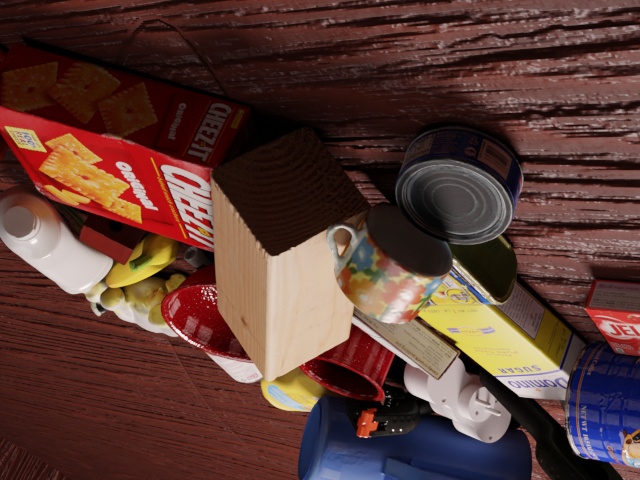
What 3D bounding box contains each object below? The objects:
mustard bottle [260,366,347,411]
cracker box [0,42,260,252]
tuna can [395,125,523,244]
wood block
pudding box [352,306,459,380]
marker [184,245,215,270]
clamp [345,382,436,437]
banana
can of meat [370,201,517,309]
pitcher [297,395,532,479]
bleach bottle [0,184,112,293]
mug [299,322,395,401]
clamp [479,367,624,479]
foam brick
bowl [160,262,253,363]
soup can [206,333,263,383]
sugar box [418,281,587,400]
[{"bbox_3d":[-0.018,0.176,1.300,0.096,0.058,0.192,29,157,-25],"label":"mustard bottle"},{"bbox_3d":[-0.156,-0.069,0.901,0.214,0.072,0.164,18,156,14],"label":"cracker box"},{"bbox_3d":[0.096,-0.037,0.745,0.086,0.033,0.086,14,140,11],"label":"tuna can"},{"bbox_3d":[-0.028,0.017,0.863,0.091,0.090,0.206,53,158,25],"label":"wood block"},{"bbox_3d":[0.066,0.078,0.984,0.113,0.039,0.090,36,175,-8],"label":"pudding box"},{"bbox_3d":[-0.104,0.046,1.159,0.020,0.020,0.121,3,148,41],"label":"marker"},{"bbox_3d":[0.084,0.175,1.137,0.120,0.039,0.171,8,-166,12],"label":"clamp"},{"bbox_3d":[-0.186,0.017,1.125,0.037,0.069,0.198,67,161,1],"label":"banana"},{"bbox_3d":[0.096,0.011,0.845,0.084,0.057,0.102,-4,143,46],"label":"can of meat"},{"bbox_3d":[0.105,0.250,1.177,0.242,0.145,0.149,14,133,-8],"label":"pitcher"},{"bbox_3d":[-0.267,-0.001,1.052,0.102,0.068,0.251,50,174,0],"label":"bleach bottle"},{"bbox_3d":[0.030,0.107,1.077,0.093,0.081,0.117,29,156,-10],"label":"mug"},{"bbox_3d":[0.244,0.203,1.010,0.164,0.036,0.210,28,-164,-20],"label":"clamp"},{"bbox_3d":[-0.188,-0.026,1.015,0.053,0.078,0.051,29,158,-9],"label":"foam brick"},{"bbox_3d":[-0.082,0.067,1.113,0.162,0.055,0.162,9,147,6],"label":"bowl"},{"bbox_3d":[-0.099,0.115,1.241,0.069,0.068,0.102,10,153,31],"label":"soup can"},{"bbox_3d":[0.167,0.085,0.944,0.176,0.048,0.094,41,153,-30],"label":"sugar box"}]
